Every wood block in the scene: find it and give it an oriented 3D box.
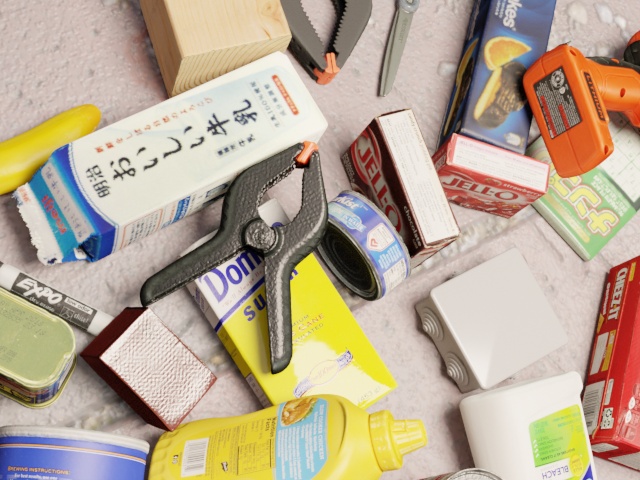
[{"bbox_3d":[-0.104,-0.231,0.865,0.090,0.090,0.206,-15,79,-18],"label":"wood block"}]

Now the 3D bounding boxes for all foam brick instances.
[{"bbox_3d":[-0.124,0.092,0.774,0.053,0.051,0.078,-47,106,-22],"label":"foam brick"}]

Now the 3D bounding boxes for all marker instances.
[{"bbox_3d":[-0.210,0.039,0.794,0.121,0.020,0.020,28,69,-5],"label":"marker"}]

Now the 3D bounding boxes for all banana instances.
[{"bbox_3d":[-0.259,-0.063,0.802,0.197,0.037,0.069,-8,77,-17],"label":"banana"}]

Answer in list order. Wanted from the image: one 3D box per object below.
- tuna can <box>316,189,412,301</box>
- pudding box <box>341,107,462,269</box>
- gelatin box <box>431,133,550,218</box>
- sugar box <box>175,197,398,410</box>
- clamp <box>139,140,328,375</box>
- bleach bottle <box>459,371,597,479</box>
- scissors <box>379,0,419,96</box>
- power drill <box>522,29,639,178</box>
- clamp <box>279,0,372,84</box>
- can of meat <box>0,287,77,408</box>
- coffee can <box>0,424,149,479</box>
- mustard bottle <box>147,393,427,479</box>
[{"bbox_3d":[0.030,0.005,0.832,0.033,0.086,0.086,-37,86,-20],"label":"tuna can"},{"bbox_3d":[0.062,-0.037,0.851,0.039,0.090,0.113,-19,80,-20],"label":"pudding box"},{"bbox_3d":[0.134,-0.051,0.882,0.089,0.073,0.030,16,71,-10],"label":"gelatin box"},{"bbox_3d":[-0.028,0.064,0.820,0.093,0.048,0.176,-32,86,-19],"label":"sugar box"},{"bbox_3d":[-0.055,0.001,0.786,0.120,0.039,0.171,20,79,-7],"label":"clamp"},{"bbox_3d":[0.182,0.233,0.815,0.102,0.068,0.251,-8,80,-39],"label":"bleach bottle"},{"bbox_3d":[0.097,-0.216,0.953,0.096,0.016,0.202,4,73,-14],"label":"scissors"},{"bbox_3d":[0.267,-0.096,0.899,0.187,0.057,0.184,-7,71,-38],"label":"power drill"},{"bbox_3d":[0.004,-0.239,0.924,0.164,0.036,0.210,-10,79,-18],"label":"clamp"},{"bbox_3d":[-0.221,0.071,0.747,0.102,0.084,0.057,28,69,-6],"label":"can of meat"},{"bbox_3d":[-0.174,0.200,0.711,0.102,0.103,0.140,9,72,-12],"label":"coffee can"},{"bbox_3d":[-0.021,0.152,0.734,0.192,0.058,0.096,-15,34,12],"label":"mustard bottle"}]
